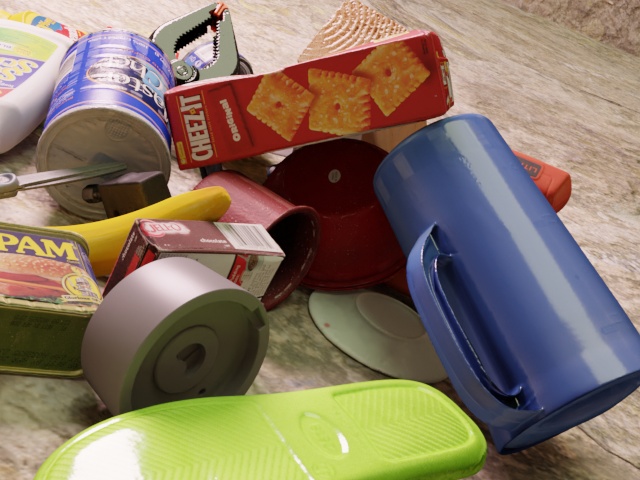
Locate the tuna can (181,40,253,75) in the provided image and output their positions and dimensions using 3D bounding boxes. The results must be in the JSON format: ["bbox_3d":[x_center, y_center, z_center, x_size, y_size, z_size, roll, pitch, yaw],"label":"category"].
[{"bbox_3d":[-0.113,-0.167,1.135,0.085,0.086,0.034,0,35,-46],"label":"tuna can"}]

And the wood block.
[{"bbox_3d":[0.049,-0.144,1.111,0.091,0.090,0.206,33,-14,18],"label":"wood block"}]

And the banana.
[{"bbox_3d":[-0.159,-0.003,0.717,0.197,0.070,0.037,-3,49,-12],"label":"banana"}]

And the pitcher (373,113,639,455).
[{"bbox_3d":[0.130,0.028,0.795,0.243,0.145,0.149,62,-3,21],"label":"pitcher"}]

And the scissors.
[{"bbox_3d":[-0.244,-0.044,0.761,0.096,0.016,0.201,29,35,29],"label":"scissors"}]

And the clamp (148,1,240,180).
[{"bbox_3d":[-0.127,-0.142,1.014,0.164,0.036,0.209,31,58,1],"label":"clamp"}]

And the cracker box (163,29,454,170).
[{"bbox_3d":[-0.002,-0.118,0.880,0.214,0.072,0.164,-10,8,11],"label":"cracker box"}]

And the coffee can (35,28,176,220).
[{"bbox_3d":[-0.171,-0.097,0.871,0.102,0.103,0.140,18,32,-17],"label":"coffee can"}]

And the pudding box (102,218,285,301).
[{"bbox_3d":[-0.089,0.033,0.715,0.113,0.090,0.039,4,34,-44],"label":"pudding box"}]

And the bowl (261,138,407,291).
[{"bbox_3d":[0.015,-0.036,0.912,0.162,0.055,0.162,-2,50,3],"label":"bowl"}]

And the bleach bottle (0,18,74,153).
[{"bbox_3d":[-0.271,-0.113,0.881,0.102,0.068,0.251,15,26,-10],"label":"bleach bottle"}]

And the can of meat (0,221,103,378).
[{"bbox_3d":[-0.184,0.036,0.653,0.101,0.057,0.084,9,30,-33],"label":"can of meat"}]

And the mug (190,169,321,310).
[{"bbox_3d":[-0.055,0.001,0.839,0.082,0.093,0.117,32,-8,28],"label":"mug"}]
